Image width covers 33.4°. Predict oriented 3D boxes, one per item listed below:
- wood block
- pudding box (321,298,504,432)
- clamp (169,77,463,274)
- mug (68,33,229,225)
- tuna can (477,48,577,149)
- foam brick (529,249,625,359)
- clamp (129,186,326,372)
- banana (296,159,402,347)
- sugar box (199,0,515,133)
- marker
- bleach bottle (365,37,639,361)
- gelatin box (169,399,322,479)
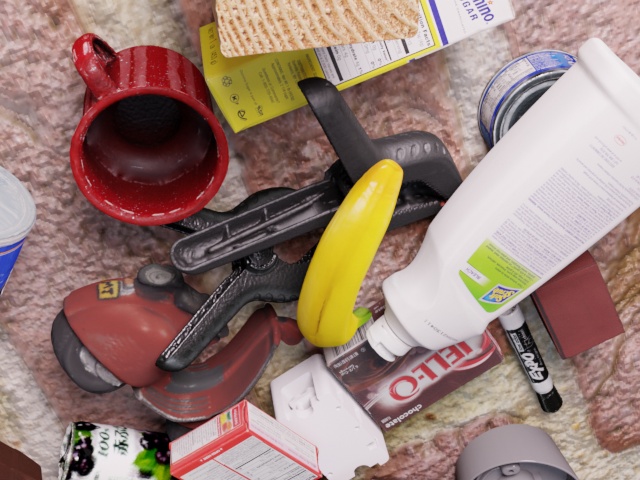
[{"bbox_3d":[-0.018,-0.176,0.532,0.090,0.206,0.090,-8,123,-5],"label":"wood block"},{"bbox_3d":[0.070,0.083,0.814,0.113,0.039,0.090,-32,122,11],"label":"pudding box"},{"bbox_3d":[0.013,-0.030,0.682,0.209,0.036,0.165,4,141,-49],"label":"clamp"},{"bbox_3d":[-0.112,-0.077,0.653,0.093,0.081,0.117,-32,122,11],"label":"mug"},{"bbox_3d":[0.152,-0.084,0.724,0.086,0.034,0.086,-4,123,-7],"label":"tuna can"},{"bbox_3d":[0.184,0.039,0.797,0.051,0.053,0.078,-26,124,7],"label":"foam brick"},{"bbox_3d":[-0.055,0.001,0.717,0.171,0.039,0.120,-26,103,-27],"label":"clamp"},{"bbox_3d":[0.014,0.022,0.691,0.037,0.069,0.198,30,151,11],"label":"banana"},{"bbox_3d":[0.017,-0.130,0.636,0.176,0.093,0.048,-24,121,5],"label":"sugar box"},{"bbox_3d":[0.168,0.096,0.851,0.020,0.020,0.121,-26,123,7],"label":"marker"},{"bbox_3d":[0.121,-0.010,0.708,0.102,0.068,0.251,35,113,-27],"label":"bleach bottle"},{"bbox_3d":[-0.054,0.159,0.776,0.073,0.030,0.089,-32,132,22],"label":"gelatin box"}]
